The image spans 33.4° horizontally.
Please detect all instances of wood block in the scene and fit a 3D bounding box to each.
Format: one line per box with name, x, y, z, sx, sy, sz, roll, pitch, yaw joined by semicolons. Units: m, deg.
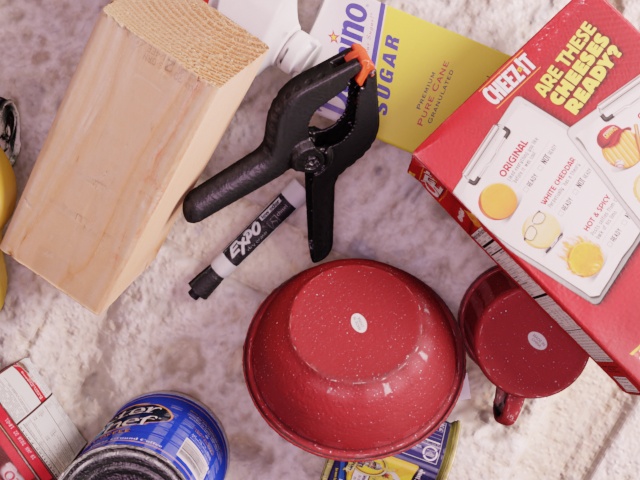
wood block;-0.130;-0.063;0.730;0.090;0.090;0.206;34;123;0

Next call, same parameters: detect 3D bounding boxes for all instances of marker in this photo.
marker;-0.055;0.001;0.808;0.121;0.020;0.020;-44;92;7

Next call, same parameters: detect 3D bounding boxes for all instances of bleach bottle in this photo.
bleach bottle;-0.103;-0.202;0.749;0.251;0.068;0.103;35;104;6

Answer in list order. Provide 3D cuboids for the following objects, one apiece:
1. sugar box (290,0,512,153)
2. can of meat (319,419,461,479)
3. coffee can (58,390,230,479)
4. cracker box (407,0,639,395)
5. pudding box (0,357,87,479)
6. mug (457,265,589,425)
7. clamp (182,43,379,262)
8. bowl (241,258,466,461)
sugar box;0.071;-0.110;0.773;0.176;0.048;0.093;22;98;0
can of meat;0.048;0.165;0.787;0.084;0.057;0.102;19;130;4
coffee can;-0.126;0.176;0.772;0.103;0.140;0.103;0;97;3
cracker box;0.188;-0.030;0.700;0.164;0.072;0.214;-44;84;-5
pudding box;-0.220;0.138;0.787;0.039;0.113;0.090;-33;94;2
mug;0.145;0.077;0.772;0.093;0.081;0.117;16;97;2
clamp;-0.005;-0.056;0.753;0.120;0.039;0.172;24;119;-37
bowl;0.024;0.070;0.749;0.162;0.055;0.162;0;58;1
